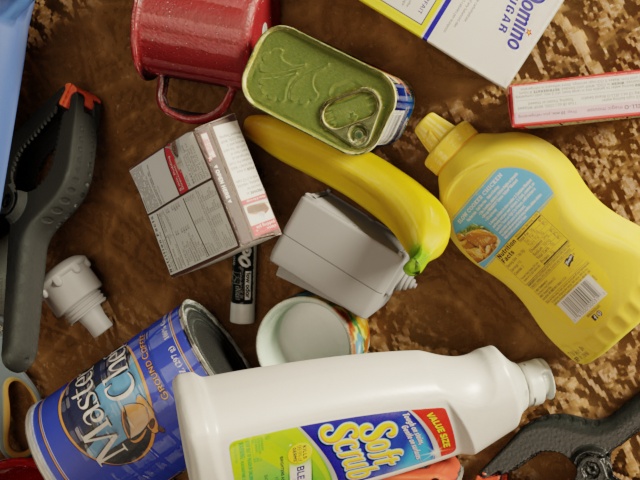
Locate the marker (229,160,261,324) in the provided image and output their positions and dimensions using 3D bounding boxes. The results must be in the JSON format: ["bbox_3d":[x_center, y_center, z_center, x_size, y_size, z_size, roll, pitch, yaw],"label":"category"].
[{"bbox_3d":[-0.055,0.001,0.787,0.020,0.020,0.121,5,97,16],"label":"marker"}]

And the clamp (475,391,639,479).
[{"bbox_3d":[0.190,0.143,0.720,0.172,0.039,0.120,-3,75,20],"label":"clamp"}]

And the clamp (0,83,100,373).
[{"bbox_3d":[-0.234,-0.023,0.812,0.165,0.036,0.210,20,86,37],"label":"clamp"}]

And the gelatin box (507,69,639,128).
[{"bbox_3d":[0.168,-0.090,0.682,0.089,0.073,0.030,-5,94,17],"label":"gelatin box"}]

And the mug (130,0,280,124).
[{"bbox_3d":[-0.079,-0.138,0.741,0.081,0.093,0.117,12,88,10],"label":"mug"}]

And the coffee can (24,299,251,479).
[{"bbox_3d":[-0.124,0.123,0.767,0.140,0.102,0.103,-35,86,7],"label":"coffee can"}]

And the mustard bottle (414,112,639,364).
[{"bbox_3d":[0.136,-0.014,0.705,0.192,0.058,0.096,44,131,8],"label":"mustard bottle"}]

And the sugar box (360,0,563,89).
[{"bbox_3d":[0.071,-0.185,0.700,0.176,0.048,0.093,32,106,-3],"label":"sugar box"}]

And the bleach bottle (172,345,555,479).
[{"bbox_3d":[0.034,0.112,0.704,0.250,0.068,0.102,-11,126,-11],"label":"bleach bottle"}]

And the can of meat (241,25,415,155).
[{"bbox_3d":[0.009,-0.101,0.723,0.102,0.083,0.057,28,103,12],"label":"can of meat"}]

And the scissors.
[{"bbox_3d":[-0.273,0.081,0.849,0.096,0.016,0.202,-12,93,-7],"label":"scissors"}]

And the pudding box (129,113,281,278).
[{"bbox_3d":[-0.084,-0.029,0.756,0.114,0.039,0.090,-21,91,56],"label":"pudding box"}]

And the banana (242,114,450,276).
[{"bbox_3d":[0.026,-0.039,0.724,0.198,0.069,0.037,40,114,39],"label":"banana"}]
